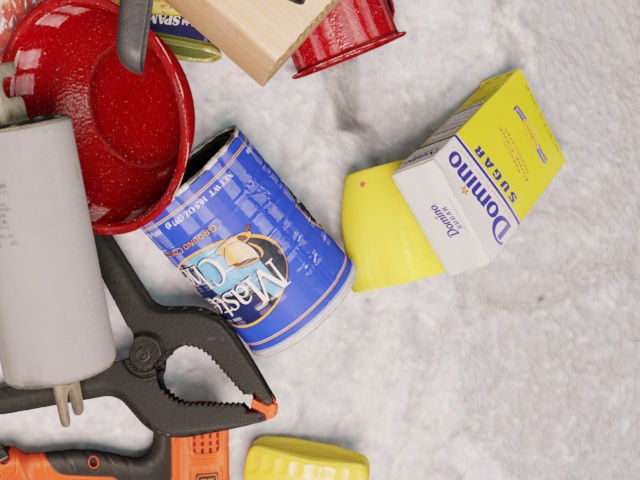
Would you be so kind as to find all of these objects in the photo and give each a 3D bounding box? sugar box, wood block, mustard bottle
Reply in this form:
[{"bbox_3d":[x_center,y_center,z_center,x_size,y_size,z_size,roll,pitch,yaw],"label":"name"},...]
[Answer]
[{"bbox_3d":[0.129,-0.057,0.832,0.093,0.048,0.176,59,40,-14],"label":"sugar box"},{"bbox_3d":[-0.083,-0.208,0.702,0.206,0.090,0.091,41,82,-5],"label":"wood block"},{"bbox_3d":[-0.022,0.255,0.832,0.096,0.058,0.192,9,95,5],"label":"mustard bottle"}]

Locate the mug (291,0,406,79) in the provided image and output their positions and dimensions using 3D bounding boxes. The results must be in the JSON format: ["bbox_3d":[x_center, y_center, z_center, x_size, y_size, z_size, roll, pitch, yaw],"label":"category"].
[{"bbox_3d":[0.015,-0.180,0.812,0.117,0.093,0.081,-27,98,-42],"label":"mug"}]

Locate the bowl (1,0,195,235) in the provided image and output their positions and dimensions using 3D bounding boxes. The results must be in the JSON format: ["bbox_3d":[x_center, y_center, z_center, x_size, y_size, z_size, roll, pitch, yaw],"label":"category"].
[{"bbox_3d":[-0.140,-0.088,0.724,0.055,0.162,0.162,-29,107,-57],"label":"bowl"}]

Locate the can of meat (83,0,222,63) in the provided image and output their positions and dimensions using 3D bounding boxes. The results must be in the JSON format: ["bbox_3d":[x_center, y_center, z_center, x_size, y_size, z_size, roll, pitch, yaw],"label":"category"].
[{"bbox_3d":[-0.118,-0.181,0.775,0.102,0.057,0.084,7,90,-20],"label":"can of meat"}]

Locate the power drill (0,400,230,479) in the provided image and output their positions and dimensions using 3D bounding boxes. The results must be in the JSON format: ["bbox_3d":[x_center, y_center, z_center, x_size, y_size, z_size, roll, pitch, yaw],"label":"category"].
[{"bbox_3d":[-0.155,0.215,0.790,0.187,0.057,0.184,0,90,-22],"label":"power drill"}]

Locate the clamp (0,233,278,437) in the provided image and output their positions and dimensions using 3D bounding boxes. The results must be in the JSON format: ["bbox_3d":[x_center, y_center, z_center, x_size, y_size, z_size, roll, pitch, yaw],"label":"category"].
[{"bbox_3d":[-0.133,0.089,0.765,0.210,0.036,0.164,30,87,7],"label":"clamp"}]

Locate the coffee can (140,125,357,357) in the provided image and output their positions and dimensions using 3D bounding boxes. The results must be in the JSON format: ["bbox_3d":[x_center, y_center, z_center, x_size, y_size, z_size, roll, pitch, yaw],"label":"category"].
[{"bbox_3d":[-0.055,0.001,0.785,0.102,0.103,0.140,-44,106,-12],"label":"coffee can"}]
